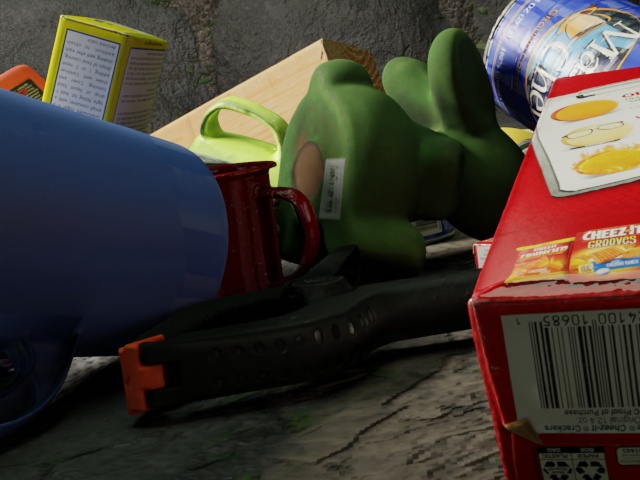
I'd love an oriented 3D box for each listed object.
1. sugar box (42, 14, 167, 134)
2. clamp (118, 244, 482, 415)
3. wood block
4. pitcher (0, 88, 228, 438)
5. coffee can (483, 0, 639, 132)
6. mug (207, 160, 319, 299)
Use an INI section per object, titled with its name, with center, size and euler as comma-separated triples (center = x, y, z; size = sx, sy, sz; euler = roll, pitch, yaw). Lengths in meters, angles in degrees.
[sugar box]
center = -0.138, -0.038, 0.621
size = 0.048, 0.176, 0.093
euler = 19, 10, 3
[clamp]
center = -0.003, 0.033, 0.486
size = 0.209, 0.036, 0.165
euler = -13, 10, -34
[wood block]
center = -0.045, -0.094, 0.974
size = 0.206, 0.091, 0.090
euler = -23, -11, 30
[pitcher]
center = -0.154, 0.000, 0.445
size = 0.145, 0.149, 0.242
euler = 15, 4, 42
[coffee can]
center = 0.182, -0.095, 0.663
size = 0.102, 0.103, 0.140
euler = -11, 34, -24
[mug]
center = -0.054, 0.001, 0.601
size = 0.117, 0.081, 0.093
euler = -4, 9, 24
